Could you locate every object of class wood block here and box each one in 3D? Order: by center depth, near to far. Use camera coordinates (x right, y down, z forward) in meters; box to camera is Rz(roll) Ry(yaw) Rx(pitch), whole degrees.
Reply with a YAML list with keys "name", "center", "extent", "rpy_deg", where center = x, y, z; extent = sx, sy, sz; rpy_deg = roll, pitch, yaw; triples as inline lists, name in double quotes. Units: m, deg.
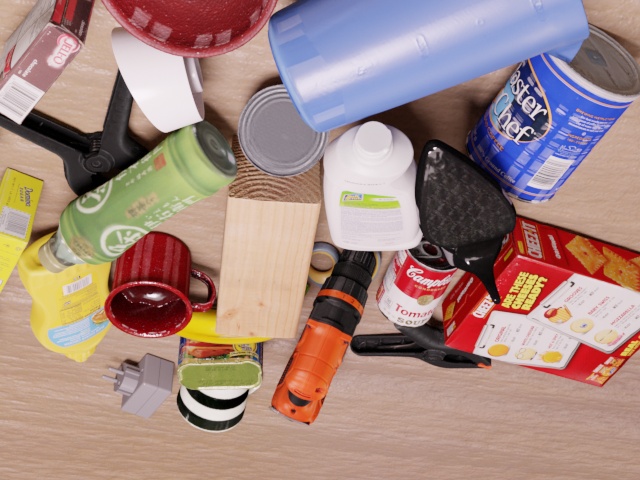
- name: "wood block"
  center: [-0.057, 0.002, 1.103]
  extent: [0.090, 0.091, 0.206]
  rpy_deg: [4, 136, -6]

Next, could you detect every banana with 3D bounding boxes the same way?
- name: "banana"
  center: [-0.109, 0.087, 1.206]
  extent: [0.198, 0.069, 0.037]
  rpy_deg: [-3, 134, 1]

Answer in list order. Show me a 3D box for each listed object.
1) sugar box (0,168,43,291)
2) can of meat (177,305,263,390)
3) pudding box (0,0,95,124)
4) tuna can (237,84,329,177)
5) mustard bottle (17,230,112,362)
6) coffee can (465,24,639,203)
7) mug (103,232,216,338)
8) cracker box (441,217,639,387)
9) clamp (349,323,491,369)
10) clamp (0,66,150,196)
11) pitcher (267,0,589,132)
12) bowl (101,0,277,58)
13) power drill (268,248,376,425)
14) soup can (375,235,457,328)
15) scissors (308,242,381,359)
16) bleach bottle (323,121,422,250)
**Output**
- name: "sugar box"
  center: [-0.343, 0.018, 1.111]
  extent: [0.048, 0.093, 0.176]
  rpy_deg: [20, 133, -19]
- name: "can of meat"
  center: [-0.115, 0.124, 1.235]
  extent: [0.102, 0.084, 0.057]
  rpy_deg: [-2, 137, 1]
- name: "pudding box"
  center: [-0.239, -0.169, 0.921]
  extent: [0.039, 0.090, 0.114]
  rpy_deg: [32, 128, -28]
- name: "tuna can"
  center: [-0.035, -0.103, 1.004]
  extent: [0.086, 0.034, 0.086]
  rpy_deg: [-1, 96, -5]
- name: "mustard bottle"
  center: [-0.275, 0.072, 1.183]
  extent: [0.096, 0.058, 0.192]
  rpy_deg: [-27, 145, -26]
- name: "coffee can"
  center: [0.212, -0.117, 0.977]
  extent: [0.102, 0.103, 0.140]
  rpy_deg: [17, 133, -18]
- name: "mug"
  center: [-0.170, 0.047, 1.154]
  extent: [0.117, 0.081, 0.093]
  rpy_deg: [9, 135, -10]
- name: "cracker box"
  center: [0.268, 0.071, 1.200]
  extent: [0.213, 0.072, 0.164]
  rpy_deg: [16, 133, -17]
- name: "clamp"
  center: [0.131, 0.119, 1.258]
  extent: [0.171, 0.039, 0.120]
  rpy_deg: [8, 159, -14]
- name: "clamp"
  center: [-0.210, -0.092, 1.038]
  extent: [0.165, 0.036, 0.210]
  rpy_deg: [-16, 136, 19]
- name: "pitcher"
  center: [0.080, -0.189, 0.864]
  extent: [0.243, 0.149, 0.145]
  rpy_deg: [-22, 164, 11]
- name: "bowl"
  center: [-0.105, -0.233, 0.866]
  extent: [0.162, 0.055, 0.162]
  rpy_deg: [6, 125, 8]
- name: "power drill"
  center: [0.002, 0.110, 1.164]
  extent: [0.057, 0.184, 0.188]
  rpy_deg: [24, 151, 4]
- name: "soup can"
  center: [0.107, 0.039, 1.164]
  extent: [0.068, 0.068, 0.102]
  rpy_deg: [10, 136, -12]
- name: "scissors"
  center: [0.010, 0.068, 1.224]
  extent: [0.096, 0.016, 0.202]
  rpy_deg: [13, 132, -11]
- name: "bleach bottle"
  center: [0.054, -0.052, 0.989]
  extent: [0.102, 0.068, 0.251]
  rpy_deg: [-2, 165, 0]
